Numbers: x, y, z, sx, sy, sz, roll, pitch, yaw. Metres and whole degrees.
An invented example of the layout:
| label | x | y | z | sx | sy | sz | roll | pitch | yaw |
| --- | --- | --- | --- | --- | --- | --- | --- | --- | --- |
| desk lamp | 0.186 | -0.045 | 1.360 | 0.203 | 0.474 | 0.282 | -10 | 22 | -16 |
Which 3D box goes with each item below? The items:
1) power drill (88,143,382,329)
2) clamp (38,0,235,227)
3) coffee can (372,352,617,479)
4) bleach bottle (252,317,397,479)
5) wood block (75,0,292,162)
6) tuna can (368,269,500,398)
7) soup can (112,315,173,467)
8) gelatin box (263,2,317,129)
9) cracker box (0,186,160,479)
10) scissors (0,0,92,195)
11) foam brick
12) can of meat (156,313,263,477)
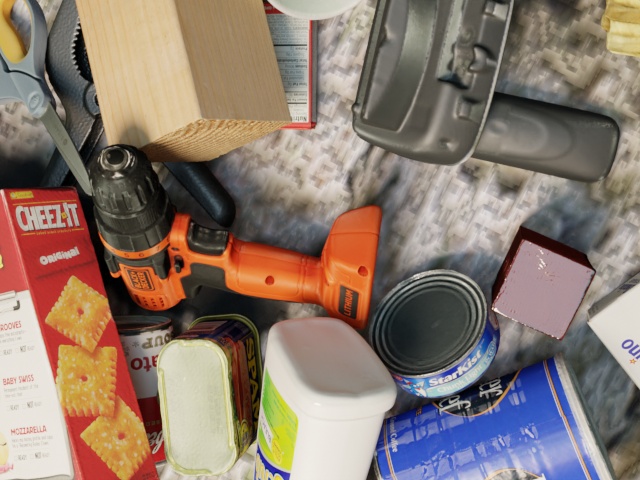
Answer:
| label | x | y | z | sx | sy | sz | roll | pitch | yaw |
| --- | --- | --- | --- | --- | --- | --- | --- | --- | --- |
| power drill | -0.055 | 0.001 | 0.713 | 0.187 | 0.184 | 0.057 | 8 | 64 | 5 |
| clamp | -0.161 | -0.096 | 0.781 | 0.165 | 0.036 | 0.210 | -12 | 94 | 12 |
| coffee can | 0.118 | 0.147 | 0.721 | 0.140 | 0.102 | 0.103 | -22 | 92 | 12 |
| bleach bottle | -0.013 | 0.182 | 0.735 | 0.068 | 0.103 | 0.251 | -2 | 118 | -23 |
| wood block | -0.101 | -0.162 | 0.706 | 0.090 | 0.090 | 0.206 | -19 | 82 | 40 |
| tuna can | 0.078 | 0.064 | 0.730 | 0.086 | 0.086 | 0.033 | -25 | 134 | 12 |
| soup can | -0.139 | 0.110 | 0.783 | 0.068 | 0.068 | 0.102 | -1 | 96 | 11 |
| gelatin box | -0.040 | -0.123 | 0.759 | 0.073 | 0.030 | 0.089 | 1 | 96 | 9 |
| cracker box | -0.213 | 0.089 | 0.750 | 0.164 | 0.071 | 0.214 | -23 | 80 | 37 |
| scissors | -0.212 | -0.092 | 0.759 | 0.096 | 0.016 | 0.202 | -34 | 60 | 27 |
| foam brick | 0.147 | 0.027 | 0.716 | 0.051 | 0.078 | 0.053 | 24 | 100 | 5 |
| can of meat | -0.077 | 0.110 | 0.763 | 0.057 | 0.084 | 0.102 | -4 | 95 | 11 |
